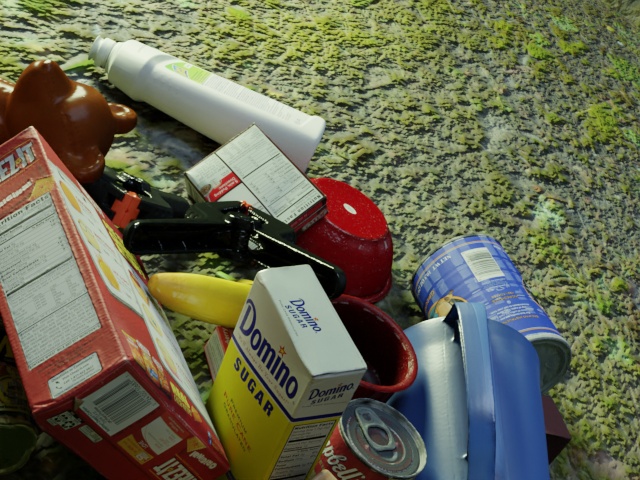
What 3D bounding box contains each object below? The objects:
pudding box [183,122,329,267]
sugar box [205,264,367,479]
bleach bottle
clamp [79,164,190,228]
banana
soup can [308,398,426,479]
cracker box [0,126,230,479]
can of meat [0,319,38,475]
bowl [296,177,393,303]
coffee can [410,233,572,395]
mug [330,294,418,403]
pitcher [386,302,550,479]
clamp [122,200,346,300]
[{"bbox_3d":[-0.061,-0.043,0.999,0.090,0.039,0.113,-37,69,-15],"label":"pudding box"},{"bbox_3d":[-0.033,0.110,0.705,0.048,0.176,0.093,-5,45,-29],"label":"sugar box"},{"bbox_3d":[-0.120,-0.146,1.114,0.251,0.068,0.102,26,17,-4],"label":"bleach bottle"},{"bbox_3d":[-0.171,-0.042,0.892,0.120,0.039,0.171,20,3,-4],"label":"clamp"},{"bbox_3d":[-0.076,0.047,0.836,0.070,0.037,0.197,14,-1,9],"label":"banana"},{"bbox_3d":[0.019,0.169,0.747,0.068,0.102,0.068,24,31,-16],"label":"soup can"},{"bbox_3d":[-0.152,0.054,0.707,0.214,0.072,0.164,58,-2,37],"label":"cracker box"},{"bbox_3d":[-0.229,0.095,0.666,0.101,0.058,0.084,13,38,-31],"label":"can of meat"},{"bbox_3d":[0.014,-0.012,1.055,0.162,0.055,0.162,24,31,-16],"label":"bowl"},{"bbox_3d":[0.159,0.077,1.015,0.102,0.103,0.140,10,37,-34],"label":"coffee can"},{"bbox_3d":[0.007,0.104,0.790,0.093,0.082,0.117,44,33,13],"label":"mug"},{"bbox_3d":[0.108,0.173,0.779,0.149,0.145,0.242,39,31,-27],"label":"pitcher"},{"bbox_3d":[-0.056,0.001,0.853,0.164,0.036,0.210,16,10,2],"label":"clamp"}]
